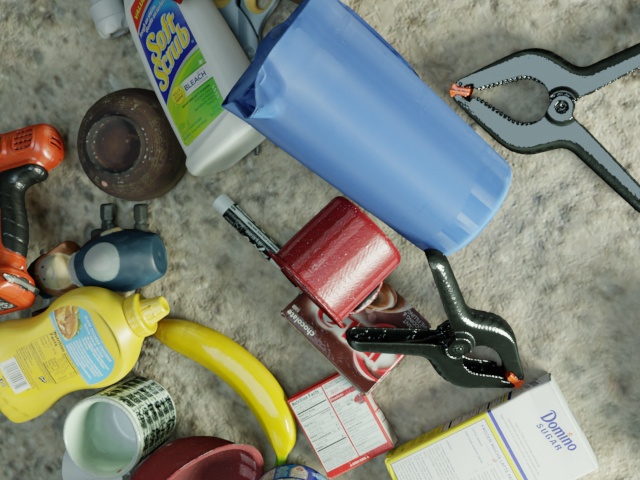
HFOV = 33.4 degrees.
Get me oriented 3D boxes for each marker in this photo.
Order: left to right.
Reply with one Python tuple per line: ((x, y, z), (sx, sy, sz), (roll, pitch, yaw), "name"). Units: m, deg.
((-0.057, 0.001, 1.036), (0.121, 0.020, 0.020), (44, 103, 6), "marker")

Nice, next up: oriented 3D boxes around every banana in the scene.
((-0.084, 0.140, 1.046), (0.070, 0.037, 0.198), (-42, 85, 13), "banana")

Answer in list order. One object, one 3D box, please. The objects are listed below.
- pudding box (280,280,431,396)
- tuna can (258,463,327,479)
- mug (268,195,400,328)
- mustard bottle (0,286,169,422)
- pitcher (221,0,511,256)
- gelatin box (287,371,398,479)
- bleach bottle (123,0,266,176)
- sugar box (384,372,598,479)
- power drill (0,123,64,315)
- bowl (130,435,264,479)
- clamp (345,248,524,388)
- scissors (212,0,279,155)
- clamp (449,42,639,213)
((0.032, 0.076, 0.997), (0.113, 0.039, 0.090), (43, 80, 7), "pudding box")
((-0.027, 0.261, 1.037), (0.086, 0.033, 0.086), (2, 107, 5), "tuna can")
((0.021, 0.022, 0.936), (0.081, 0.117, 0.093), (-44, 44, -5), "mug")
((-0.229, 0.097, 1.010), (0.192, 0.058, 0.096), (-24, 99, 14), "mustard bottle")
((0.048, -0.103, 0.931), (0.242, 0.145, 0.149), (38, 88, -12), "pitcher")
((0.021, 0.173, 1.028), (0.073, 0.030, 0.089), (-30, 85, 14), "gelatin box")
((-0.137, -0.192, 1.011), (0.103, 0.067, 0.251), (-36, 79, 34), "bleach bottle")
((0.157, 0.204, 0.992), (0.176, 0.048, 0.093), (-28, 88, 11), "sugar box")
((-0.339, -0.017, 1.045), (0.185, 0.057, 0.187), (-14, 64, 23), "power drill")
((-0.134, 0.241, 1.023), (0.055, 0.161, 0.162), (42, 104, 33), "bowl")
((0.121, 0.077, 0.951), (0.171, 0.039, 0.120), (22, 124, -22), "clamp")
((-0.084, -0.190, 1.026), (0.096, 0.016, 0.202), (14, 99, 14), "scissors")
((0.220, -0.109, 0.950), (0.210, 0.036, 0.164), (4, 96, 15), "clamp")
